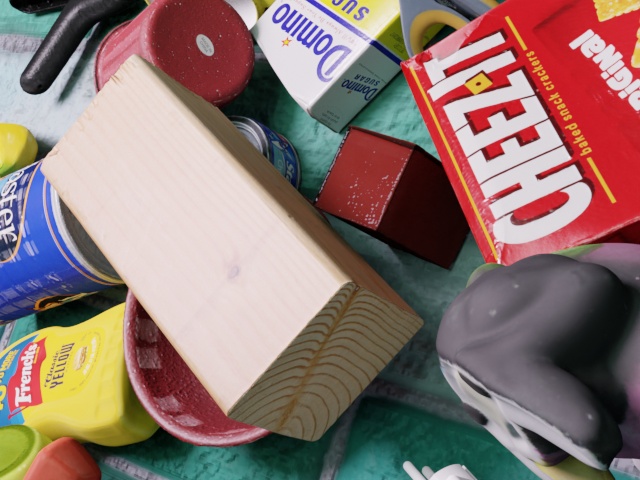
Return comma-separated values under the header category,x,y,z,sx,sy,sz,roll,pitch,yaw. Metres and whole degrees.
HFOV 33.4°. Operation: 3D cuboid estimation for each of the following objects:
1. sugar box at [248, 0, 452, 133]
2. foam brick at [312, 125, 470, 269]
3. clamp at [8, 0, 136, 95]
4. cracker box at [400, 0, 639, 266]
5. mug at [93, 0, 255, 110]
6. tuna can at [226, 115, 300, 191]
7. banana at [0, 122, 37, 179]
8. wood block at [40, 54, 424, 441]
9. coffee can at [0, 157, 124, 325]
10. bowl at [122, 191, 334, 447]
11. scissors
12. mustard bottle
category,x,y,z,sx,sy,sz,roll,pitch,yaw
sugar box,0.040,-0.163,0.680,0.176,0.048,0.093,-43,53,15
foam brick,0.045,-0.024,0.603,0.053,0.078,0.051,22,87,42
clamp,-0.191,-0.194,0.872,0.172,0.039,0.120,-27,60,27
cracker box,0.160,-0.072,0.500,0.214,0.072,0.164,-29,46,13
mug,-0.100,-0.108,0.715,0.082,0.093,0.117,-19,44,59
tuna can,-0.057,-0.039,0.714,0.086,0.033,0.086,-14,65,33
banana,-0.287,-0.075,0.886,0.198,0.069,0.037,8,115,47
wood block,-0.054,0.001,0.584,0.091,0.090,0.206,-48,56,8
coffee can,-0.196,-0.003,0.761,0.141,0.102,0.103,-18,63,31
bowl,-0.042,0.047,0.650,0.162,0.055,0.162,-10,70,29
scissors,0.034,-0.156,0.628,0.202,0.016,0.096,21,108,2
mustard bottle,-0.185,0.103,0.739,0.192,0.058,0.096,-17,49,33
